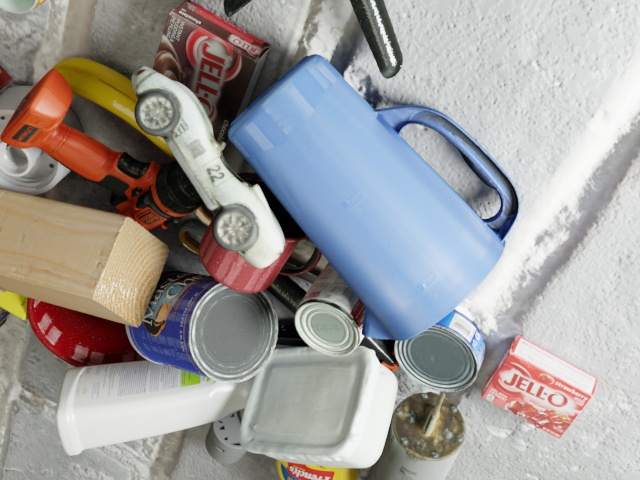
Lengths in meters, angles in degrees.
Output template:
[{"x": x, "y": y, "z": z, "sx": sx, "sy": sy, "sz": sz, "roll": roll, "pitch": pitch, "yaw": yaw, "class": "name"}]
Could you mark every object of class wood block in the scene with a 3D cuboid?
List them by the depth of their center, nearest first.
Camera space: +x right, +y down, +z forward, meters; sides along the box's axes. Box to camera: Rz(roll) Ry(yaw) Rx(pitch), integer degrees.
[{"x": -0.272, "y": 0.013, "z": 1.090, "sx": 0.206, "sy": 0.090, "sz": 0.090, "roll": 12, "pitch": 163, "yaw": 27, "class": "wood block"}]

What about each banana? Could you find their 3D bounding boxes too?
[{"x": -0.190, "y": -0.130, "z": 1.045, "sx": 0.198, "sy": 0.037, "sz": 0.070, "roll": 29, "pitch": 157, "yaw": 9, "class": "banana"}]

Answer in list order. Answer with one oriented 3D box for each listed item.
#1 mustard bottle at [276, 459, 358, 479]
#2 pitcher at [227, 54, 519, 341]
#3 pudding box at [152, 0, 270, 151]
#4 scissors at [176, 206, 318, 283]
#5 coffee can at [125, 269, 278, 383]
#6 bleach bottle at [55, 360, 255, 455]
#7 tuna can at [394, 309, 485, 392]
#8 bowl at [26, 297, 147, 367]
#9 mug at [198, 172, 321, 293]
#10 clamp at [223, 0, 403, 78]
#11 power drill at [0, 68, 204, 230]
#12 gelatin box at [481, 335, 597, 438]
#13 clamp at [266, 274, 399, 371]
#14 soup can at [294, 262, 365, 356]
[{"x": -0.002, "y": 0.250, "z": 1.214, "sx": 0.096, "sy": 0.058, "sz": 0.192, "roll": 23, "pitch": 132, "yaw": 12, "class": "mustard bottle"}, {"x": 0.044, "y": -0.047, "z": 0.926, "sx": 0.243, "sy": 0.149, "sz": 0.145, "roll": 48, "pitch": 147, "yaw": -7, "class": "pitcher"}, {"x": -0.106, "y": -0.150, "z": 0.976, "sx": 0.090, "sy": 0.039, "sz": 0.114, "roll": 30, "pitch": 133, "yaw": 5, "class": "pudding box"}, {"x": -0.057, "y": 0.001, "z": 1.082, "sx": 0.202, "sy": 0.016, "sz": 0.096, "roll": 13, "pitch": 129, "yaw": 20, "class": "scissors"}, {"x": -0.124, "y": 0.085, "z": 1.093, "sx": 0.141, "sy": 0.102, "sz": 0.103, "roll": 5, "pitch": 130, "yaw": 54, "class": "coffee can"}, {"x": -0.155, "y": 0.170, "z": 1.166, "sx": 0.251, "sy": 0.102, "sz": 0.068, "roll": -7, "pitch": 121, "yaw": 0, "class": "bleach bottle"}, {"x": 0.119, "y": 0.107, "z": 1.054, "sx": 0.086, "sy": 0.033, "sz": 0.086, "roll": 15, "pitch": 130, "yaw": 18, "class": "tuna can"}, {"x": -0.244, "y": 0.076, "z": 1.201, "sx": 0.162, "sy": 0.055, "sz": 0.162, "roll": 5, "pitch": 128, "yaw": 7, "class": "bowl"}, {"x": -0.055, "y": 0.000, "z": 1.025, "sx": 0.117, "sy": 0.093, "sz": 0.082, "roll": 20, "pitch": 125, "yaw": -17, "class": "mug"}, {"x": -0.002, "y": -0.241, "z": 0.851, "sx": 0.165, "sy": 0.036, "sz": 0.210, "roll": 17, "pitch": 129, "yaw": 16, "class": "clamp"}, {"x": -0.196, "y": -0.081, "z": 1.010, "sx": 0.187, "sy": 0.057, "sz": 0.185, "roll": 36, "pitch": 149, "yaw": -21, "class": "power drill"}, {"x": 0.211, "y": 0.143, "z": 1.033, "sx": 0.089, "sy": 0.030, "sz": 0.073, "roll": 28, "pitch": 133, "yaw": 7, "class": "gelatin box"}, {"x": 0.000, "y": 0.097, "z": 1.110, "sx": 0.171, "sy": 0.039, "sz": 0.120, "roll": 29, "pitch": 147, "yaw": 2, "class": "clamp"}, {"x": 0.026, "y": 0.053, "z": 1.016, "sx": 0.069, "sy": 0.102, "sz": 0.068, "roll": 16, "pitch": 131, "yaw": 19, "class": "soup can"}]
